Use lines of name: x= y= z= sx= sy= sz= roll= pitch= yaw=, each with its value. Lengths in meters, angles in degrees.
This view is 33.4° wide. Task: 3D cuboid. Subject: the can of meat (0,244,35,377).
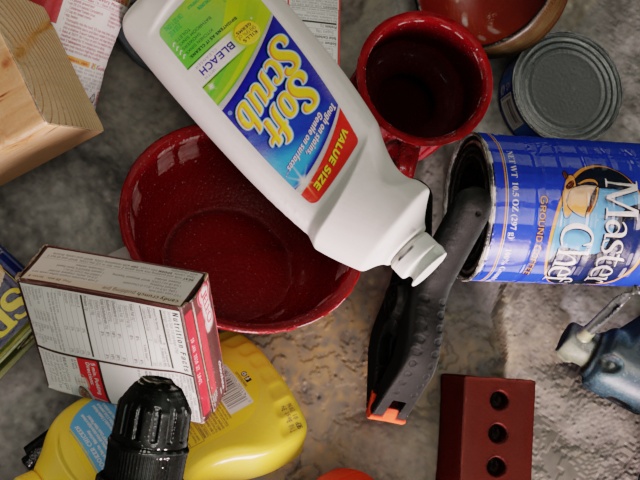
can of meat: x=-0.226 y=0.048 z=0.676 sx=0.084 sy=0.057 sz=0.102 roll=43 pitch=77 yaw=0

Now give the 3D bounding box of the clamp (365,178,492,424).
clamp: x=0.062 y=0.035 z=0.723 sx=0.039 sy=0.120 sz=0.171 roll=18 pitch=100 yaw=-11

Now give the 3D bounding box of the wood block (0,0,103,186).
wood block: x=-0.250 y=-0.059 z=0.632 sx=0.206 sy=0.090 sz=0.090 roll=-27 pitch=88 yaw=10

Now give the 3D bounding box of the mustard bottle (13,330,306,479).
mustard bottle: x=-0.110 y=0.130 z=0.655 sx=0.191 sy=0.058 sz=0.096 roll=-24 pitch=58 yaw=-28

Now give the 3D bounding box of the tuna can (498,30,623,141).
tuna can: x=0.176 y=-0.108 z=0.786 sx=0.086 sy=0.034 sz=0.086 roll=2 pitch=82 yaw=-11

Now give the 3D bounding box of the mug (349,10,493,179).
mug: x=0.060 y=-0.088 z=0.735 sx=0.093 sy=0.081 sz=0.117 roll=9 pitch=79 yaw=-9

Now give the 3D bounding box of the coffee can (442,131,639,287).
coffee can: x=0.166 y=-0.020 z=0.736 sx=0.140 sy=0.103 sz=0.103 roll=2 pitch=81 yaw=-10

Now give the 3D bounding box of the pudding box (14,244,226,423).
pudding box: x=-0.116 y=0.055 z=0.630 sx=0.114 sy=0.090 sz=0.039 roll=8 pitch=36 yaw=18

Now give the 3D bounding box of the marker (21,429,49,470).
marker: x=-0.146 y=0.107 z=0.701 sx=0.121 sy=0.020 sz=0.020 roll=-40 pitch=91 yaw=-13

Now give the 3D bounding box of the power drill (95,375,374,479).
power drill: x=-0.050 y=0.170 z=0.611 sx=0.187 sy=0.057 sz=0.184 roll=9 pitch=94 yaw=-37

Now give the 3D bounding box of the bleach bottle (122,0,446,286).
bleach bottle: x=-0.011 y=-0.076 z=0.679 sx=0.102 sy=0.068 sz=0.251 roll=-43 pitch=77 yaw=-4

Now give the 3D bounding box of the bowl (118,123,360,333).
bowl: x=-0.055 y=0.001 z=0.698 sx=0.162 sy=0.055 sz=0.162 roll=9 pitch=55 yaw=-14

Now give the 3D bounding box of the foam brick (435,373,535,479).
foam brick: x=0.113 y=0.131 z=0.730 sx=0.053 sy=0.051 sz=0.078 roll=5 pitch=81 yaw=-11

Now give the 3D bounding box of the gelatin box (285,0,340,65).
gelatin box: x=-0.024 y=-0.138 z=0.754 sx=0.073 sy=0.030 sz=0.089 roll=3 pitch=81 yaw=-12

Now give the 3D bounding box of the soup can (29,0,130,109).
soup can: x=-0.164 y=-0.139 z=0.696 sx=0.068 sy=0.068 sz=0.102 roll=19 pitch=96 yaw=-8
